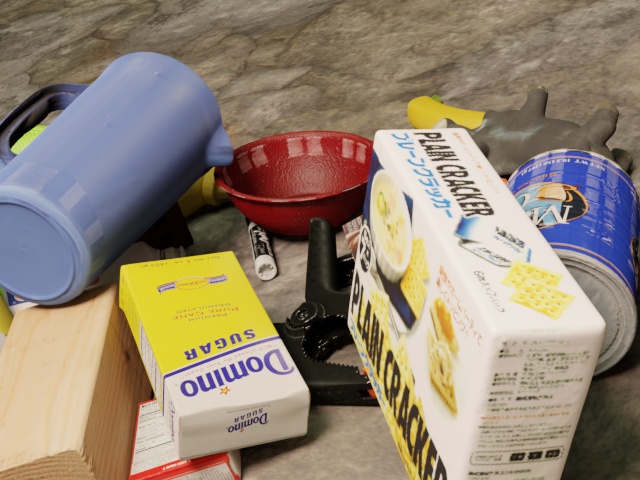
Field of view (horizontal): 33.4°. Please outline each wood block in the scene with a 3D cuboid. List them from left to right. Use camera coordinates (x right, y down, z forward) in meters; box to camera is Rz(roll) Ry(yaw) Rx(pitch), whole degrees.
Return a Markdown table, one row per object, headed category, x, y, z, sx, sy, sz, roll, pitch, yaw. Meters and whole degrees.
| category | x | y | z | sx | sy | sz | roll | pitch | yaw |
| --- | --- | --- | --- | --- | --- | --- | --- | --- | --- |
| wood block | -0.184 | 0.129 | 0.774 | 0.090 | 0.091 | 0.206 | -17 | 27 | 6 |

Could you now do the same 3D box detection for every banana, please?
| category | x | y | z | sx | sy | sz | roll | pitch | yaw |
| --- | --- | --- | --- | --- | --- | --- | --- | --- | --- |
| banana | 0.141 | -0.121 | 1.067 | 0.069 | 0.037 | 0.198 | -30 | 29 | -17 |

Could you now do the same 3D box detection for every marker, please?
| category | x | y | z | sx | sy | sz | roll | pitch | yaw |
| --- | --- | --- | --- | --- | --- | --- | --- | --- | --- |
| marker | -0.057 | 0.001 | 0.998 | 0.020 | 0.020 | 0.121 | -20 | 27 | 1 |

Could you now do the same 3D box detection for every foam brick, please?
| category | x | y | z | sx | sy | sz | roll | pitch | yaw |
| --- | --- | --- | --- | --- | --- | --- | --- | --- | --- |
| foam brick | -0.170 | -0.023 | 1.053 | 0.052 | 0.078 | 0.051 | -36 | 30 | -28 |

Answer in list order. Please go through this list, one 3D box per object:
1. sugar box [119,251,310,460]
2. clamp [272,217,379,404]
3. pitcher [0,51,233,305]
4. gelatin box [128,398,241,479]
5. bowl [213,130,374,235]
| category | x | y | z | sx | sy | sz | roll | pitch | yaw |
| --- | --- | --- | --- | --- | --- | --- | --- | --- | --- |
| sugar box | -0.080 | 0.075 | 0.766 | 0.093 | 0.048 | 0.176 | -9 | 33 | -21 |
| clamp | -0.002 | 0.060 | 0.818 | 0.164 | 0.036 | 0.210 | -47 | 37 | -16 |
| pitcher | -0.195 | -0.057 | 0.896 | 0.149 | 0.145 | 0.242 | -20 | 22 | 31 |
| gelatin box | -0.094 | 0.142 | 0.757 | 0.073 | 0.030 | 0.089 | -18 | 29 | 6 |
| bowl | -0.018 | -0.049 | 1.004 | 0.162 | 0.055 | 0.162 | -5 | 27 | 2 |
